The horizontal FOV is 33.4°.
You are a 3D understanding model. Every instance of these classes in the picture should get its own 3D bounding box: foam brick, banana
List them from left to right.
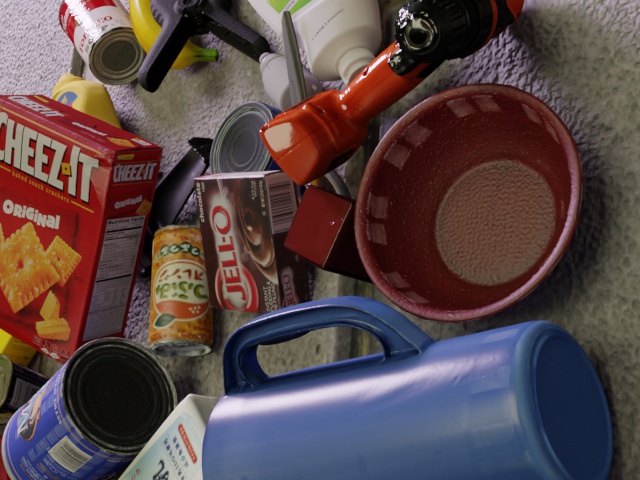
[{"bbox_3d":[-0.157,-0.232,1.065,0.037,0.069,0.198,89,162,-55],"label":"banana"},{"bbox_3d":[0.023,-0.003,0.777,0.053,0.078,0.051,29,99,47],"label":"foam brick"}]

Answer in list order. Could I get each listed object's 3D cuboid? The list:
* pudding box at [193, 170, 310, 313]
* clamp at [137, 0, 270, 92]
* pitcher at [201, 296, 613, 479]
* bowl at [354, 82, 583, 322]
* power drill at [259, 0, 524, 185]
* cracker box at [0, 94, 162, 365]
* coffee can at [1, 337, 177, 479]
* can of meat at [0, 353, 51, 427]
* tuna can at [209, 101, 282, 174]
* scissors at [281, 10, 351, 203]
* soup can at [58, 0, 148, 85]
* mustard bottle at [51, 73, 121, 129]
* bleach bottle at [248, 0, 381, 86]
[{"bbox_3d":[-0.056,0.001,0.859,0.090,0.039,0.113,1,99,45],"label":"pudding box"},{"bbox_3d":[-0.107,-0.208,0.996,0.120,0.039,0.171,-4,53,1],"label":"clamp"},{"bbox_3d":[0.047,0.119,0.670,0.243,0.149,0.145,-21,48,36],"label":"pitcher"},{"bbox_3d":[0.104,-0.019,0.705,0.162,0.055,0.162,-12,68,31],"label":"bowl"},{"bbox_3d":[0.047,-0.113,0.731,0.188,0.184,0.057,-35,90,31],"label":"power drill"},{"bbox_3d":[-0.247,-0.010,0.990,0.164,0.072,0.214,24,110,28],"label":"cracker box"},{"bbox_3d":[-0.199,0.157,0.910,0.141,0.102,0.103,-41,50,44],"label":"coffee can"},{"bbox_3d":[-0.321,0.150,1.049,0.102,0.083,0.057,-2,67,24],"label":"can of meat"},{"bbox_3d":[-0.056,-0.075,0.914,0.086,0.033,0.086,-18,64,41],"label":"tuna can"},{"bbox_3d":[-0.023,-0.075,0.861,0.096,0.016,0.202,-35,68,43],"label":"scissors"},{"bbox_3d":[-0.225,-0.214,1.111,0.069,0.068,0.102,-54,46,18],"label":"soup can"},{"bbox_3d":[-0.239,-0.107,1.092,0.096,0.058,0.192,-64,38,37],"label":"mustard bottle"},{"bbox_3d":[-0.018,-0.212,0.904,0.103,0.068,0.251,-46,51,25],"label":"bleach bottle"}]
